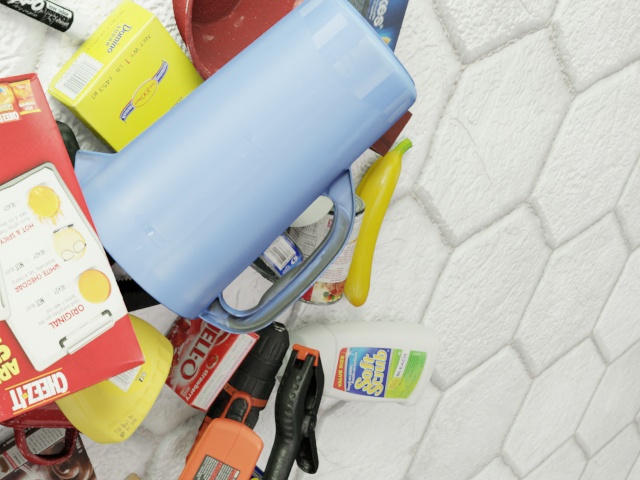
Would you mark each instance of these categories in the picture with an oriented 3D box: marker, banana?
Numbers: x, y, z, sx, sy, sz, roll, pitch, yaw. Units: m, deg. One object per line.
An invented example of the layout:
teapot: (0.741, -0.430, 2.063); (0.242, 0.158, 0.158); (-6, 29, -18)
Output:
marker: (-0.207, -0.165, 0.722); (0.120, 0.020, 0.020); (18, 103, -53)
banana: (0.052, -0.011, 1.124); (0.069, 0.037, 0.198); (-6, 122, -45)

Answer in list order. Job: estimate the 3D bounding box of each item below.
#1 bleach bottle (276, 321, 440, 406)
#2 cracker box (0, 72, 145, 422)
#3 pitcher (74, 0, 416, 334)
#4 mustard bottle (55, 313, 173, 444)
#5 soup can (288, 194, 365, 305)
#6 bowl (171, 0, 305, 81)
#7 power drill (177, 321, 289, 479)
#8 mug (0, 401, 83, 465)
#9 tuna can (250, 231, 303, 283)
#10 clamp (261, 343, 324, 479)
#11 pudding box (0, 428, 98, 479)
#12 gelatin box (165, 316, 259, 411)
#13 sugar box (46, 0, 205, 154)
bleach bottle: (0.029, 0.140, 1.197); (0.250, 0.068, 0.103); (5, 112, -48)
cracker box: (-0.231, 0.012, 0.690); (0.163, 0.072, 0.214); (-20, 88, -40)
pitcher: (-0.044, -0.058, 0.781); (0.243, 0.145, 0.149); (-41, 140, 5)
mustard bottle: (-0.200, 0.062, 0.790); (0.191, 0.058, 0.096); (45, 53, -27)
soup can: (0.000, 0.004, 1.050); (0.068, 0.069, 0.102); (-12, 125, -44)
bowl: (-0.062, -0.198, 0.822); (0.161, 0.055, 0.162); (-37, 144, -34)
power drill: (-0.083, 0.177, 1.020); (0.187, 0.057, 0.184); (-78, -167, -79)
mug: (-0.220, 0.122, 0.863); (0.081, 0.093, 0.117); (11, 81, -47)
tuna can: (-0.056, 0.001, 0.968); (0.033, 0.086, 0.086); (-49, 144, -11)
clamp: (-0.021, 0.187, 1.093); (0.120, 0.039, 0.171); (-16, 121, -73)
pudding box: (-0.250, 0.216, 0.952); (0.089, 0.039, 0.113); (-34, 139, -26)
gelatin box: (-0.111, 0.102, 0.994); (0.089, 0.073, 0.030); (-55, 142, 0)
sugar box: (-0.128, -0.097, 0.843); (0.093, 0.048, 0.176); (-50, 142, -7)
